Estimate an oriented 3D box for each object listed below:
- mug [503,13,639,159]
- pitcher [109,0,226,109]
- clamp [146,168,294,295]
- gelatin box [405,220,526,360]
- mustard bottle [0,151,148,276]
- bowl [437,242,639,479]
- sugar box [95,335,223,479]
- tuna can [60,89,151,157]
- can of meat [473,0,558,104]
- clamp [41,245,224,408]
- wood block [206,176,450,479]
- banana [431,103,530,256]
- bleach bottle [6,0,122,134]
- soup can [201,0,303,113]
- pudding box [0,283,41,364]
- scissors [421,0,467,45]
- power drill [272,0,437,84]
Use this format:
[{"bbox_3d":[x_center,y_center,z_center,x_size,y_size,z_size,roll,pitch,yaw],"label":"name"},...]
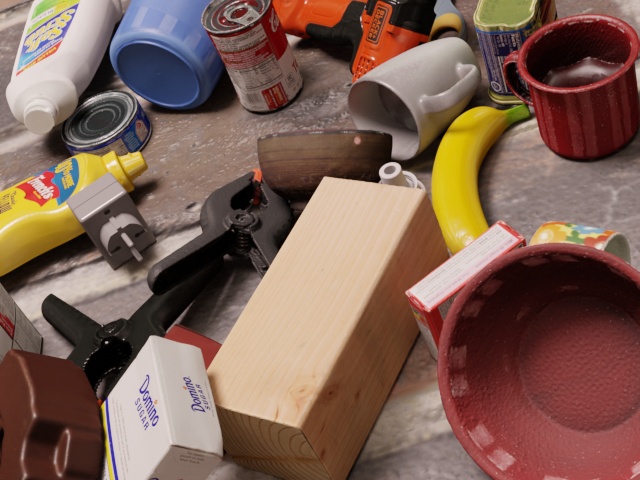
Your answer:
[{"bbox_3d":[0.200,-0.122,0.856,0.117,0.081,0.093,16,57,34],"label":"mug"},{"bbox_3d":[-0.128,-0.251,1.104,0.145,0.149,0.242,12,57,14],"label":"pitcher"},{"bbox_3d":[-0.056,0.001,0.871,0.120,0.039,0.171,19,41,6],"label":"clamp"},{"bbox_3d":[0.109,0.039,0.750,0.089,0.073,0.030,-37,45,-12],"label":"gelatin box"},{"bbox_3d":[-0.248,-0.031,0.985,0.191,0.058,0.096,-27,33,-3],"label":"mustard bottle"},{"bbox_3d":[0.157,0.081,0.669,0.162,0.055,0.162,0,91,31],"label":"bowl"},{"bbox_3d":[-0.129,0.156,0.700,0.176,0.048,0.093,-50,38,26],"label":"sugar box"},{"bbox_3d":[-0.214,-0.111,1.063,0.086,0.033,0.086,-13,45,13],"label":"tuna can"},{"bbox_3d":[0.172,-0.183,0.925,0.058,0.084,0.102,2,50,25],"label":"can of meat"},{"bbox_3d":[-0.166,0.082,0.836,0.165,0.036,0.210,-15,30,14],"label":"clamp"},{"bbox_3d":[0.008,0.062,0.763,0.091,0.090,0.206,10,54,31],"label":"wood block"},{"bbox_3d":[0.122,-0.047,0.852,0.070,0.037,0.197,-2,48,23],"label":"banana"},{"bbox_3d":[-0.269,-0.191,1.116,0.103,0.068,0.251,-21,36,11],"label":"bleach bottle"},{"bbox_3d":[-0.063,-0.179,1.012,0.068,0.102,0.068,-13,45,13],"label":"soup can"},{"bbox_3d":[-0.260,0.095,0.849,0.039,0.090,0.113,-16,44,7],"label":"pudding box"},{"bbox_3d":[0.134,-0.238,1.043,0.096,0.016,0.201,28,64,38],"label":"scissors"},{"bbox_3d":[0.037,-0.239,0.998,0.188,0.057,0.184,35,110,48],"label":"power drill"}]
